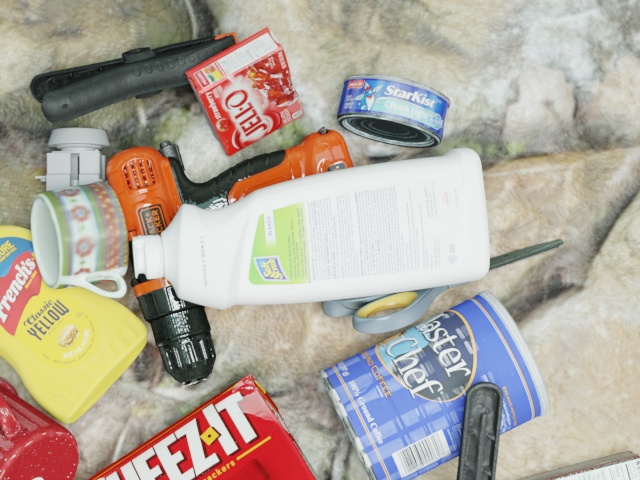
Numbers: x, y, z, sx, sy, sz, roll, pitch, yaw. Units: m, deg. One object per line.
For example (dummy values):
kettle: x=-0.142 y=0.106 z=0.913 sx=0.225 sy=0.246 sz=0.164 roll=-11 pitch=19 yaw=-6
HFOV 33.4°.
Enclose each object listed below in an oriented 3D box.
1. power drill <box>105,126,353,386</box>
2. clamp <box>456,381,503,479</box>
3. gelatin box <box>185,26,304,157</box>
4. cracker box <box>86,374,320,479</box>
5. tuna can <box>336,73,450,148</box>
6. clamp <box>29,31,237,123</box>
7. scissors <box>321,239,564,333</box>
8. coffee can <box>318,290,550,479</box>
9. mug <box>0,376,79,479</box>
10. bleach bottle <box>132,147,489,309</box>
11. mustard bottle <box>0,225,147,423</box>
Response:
power drill: x=-0.055 y=0.001 z=0.816 sx=0.187 sy=0.057 sz=0.184 roll=-16 pitch=86 yaw=-15
clamp: x=0.103 y=0.221 z=0.730 sx=0.036 sy=0.210 sz=0.164 roll=4 pitch=46 yaw=0
gelatin box: x=-0.057 y=-0.113 z=0.832 sx=0.073 sy=0.089 sz=0.030 roll=-30 pitch=59 yaw=-6
cracker box: x=-0.063 y=0.219 z=0.738 sx=0.164 sy=0.072 sz=0.214 roll=-33 pitch=47 yaw=-6
tuna can: x=0.056 y=-0.100 z=0.833 sx=0.086 sy=0.086 sz=0.034 roll=13 pitch=83 yaw=1
clamp: x=-0.143 y=-0.126 z=0.825 sx=0.171 sy=0.120 sz=0.039 roll=-17 pitch=116 yaw=-5
scissors: x=0.101 y=0.035 z=0.817 sx=0.201 sy=0.096 sz=0.016 roll=-12 pitch=108 yaw=0
coffee can: x=0.083 y=0.113 z=0.794 sx=0.140 sy=0.103 sz=0.103 roll=-26 pitch=83 yaw=-4
mug: x=-0.231 y=0.146 z=0.768 sx=0.082 sy=0.117 sz=0.093 roll=24 pitch=41 yaw=31
bleach bottle: x=-0.009 y=-0.007 z=0.767 sx=0.250 sy=0.068 sz=0.102 roll=-5 pitch=88 yaw=-10
mustard bottle: x=-0.232 y=0.045 z=0.821 sx=0.191 sy=0.058 sz=0.096 roll=40 pitch=71 yaw=6
